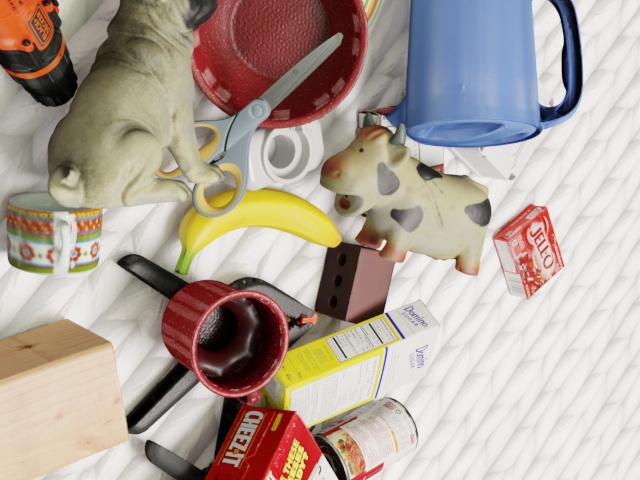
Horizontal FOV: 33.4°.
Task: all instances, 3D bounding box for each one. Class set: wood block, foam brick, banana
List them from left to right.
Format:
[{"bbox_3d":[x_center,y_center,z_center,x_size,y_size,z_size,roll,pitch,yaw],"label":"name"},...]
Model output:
[{"bbox_3d":[-0.267,0.141,0.835,0.205,0.091,0.090,-18,111,-34],"label":"wood block"},{"bbox_3d":[-0.060,-0.016,0.999,0.197,0.037,0.069,-10,105,-39],"label":"banana"},{"bbox_3d":[0.035,0.043,1.080,0.051,0.053,0.078,10,93,-40],"label":"foam brick"}]

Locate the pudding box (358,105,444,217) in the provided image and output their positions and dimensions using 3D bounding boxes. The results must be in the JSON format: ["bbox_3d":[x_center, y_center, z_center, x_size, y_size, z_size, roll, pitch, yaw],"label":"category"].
[{"bbox_3d":[0.084,-0.083,1.099,0.089,0.039,0.113,-13,106,-35],"label":"pudding box"}]

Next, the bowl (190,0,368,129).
[{"bbox_3d":[-0.038,-0.182,0.937,0.162,0.055,0.162,1,108,3],"label":"bowl"}]

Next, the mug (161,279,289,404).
[{"bbox_3d":[-0.083,0.090,0.931,0.093,0.082,0.117,-32,115,-23],"label":"mug"}]

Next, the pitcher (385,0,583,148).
[{"bbox_3d":[0.157,-0.215,1.037,0.149,0.145,0.243,5,83,-32],"label":"pitcher"}]

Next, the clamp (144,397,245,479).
[{"bbox_3d":[-0.107,0.229,1.018,0.120,0.039,0.171,-20,110,-34],"label":"clamp"}]

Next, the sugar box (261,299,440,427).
[{"bbox_3d":[0.029,0.127,1.057,0.176,0.048,0.093,-21,145,-24],"label":"sugar box"}]

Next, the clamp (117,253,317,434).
[{"bbox_3d":[-0.098,0.094,0.995,0.209,0.036,0.164,1,100,-36],"label":"clamp"}]

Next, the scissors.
[{"bbox_3d":[-0.051,-0.091,0.922,0.202,0.016,0.096,-26,94,8],"label":"scissors"}]

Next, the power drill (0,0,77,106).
[{"bbox_3d":[-0.194,-0.210,0.801,0.184,0.057,0.187,83,25,-71],"label":"power drill"}]

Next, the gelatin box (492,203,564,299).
[{"bbox_3d":[0.246,0.013,1.256,0.073,0.030,0.089,-37,121,-27],"label":"gelatin box"}]

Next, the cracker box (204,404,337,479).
[{"bbox_3d":[-0.043,0.285,1.014,0.164,0.072,0.213,-63,142,-35],"label":"cracker box"}]

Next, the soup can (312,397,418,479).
[{"bbox_3d":[0.044,0.213,1.116,0.102,0.069,0.068,-23,114,-34],"label":"soup can"}]
